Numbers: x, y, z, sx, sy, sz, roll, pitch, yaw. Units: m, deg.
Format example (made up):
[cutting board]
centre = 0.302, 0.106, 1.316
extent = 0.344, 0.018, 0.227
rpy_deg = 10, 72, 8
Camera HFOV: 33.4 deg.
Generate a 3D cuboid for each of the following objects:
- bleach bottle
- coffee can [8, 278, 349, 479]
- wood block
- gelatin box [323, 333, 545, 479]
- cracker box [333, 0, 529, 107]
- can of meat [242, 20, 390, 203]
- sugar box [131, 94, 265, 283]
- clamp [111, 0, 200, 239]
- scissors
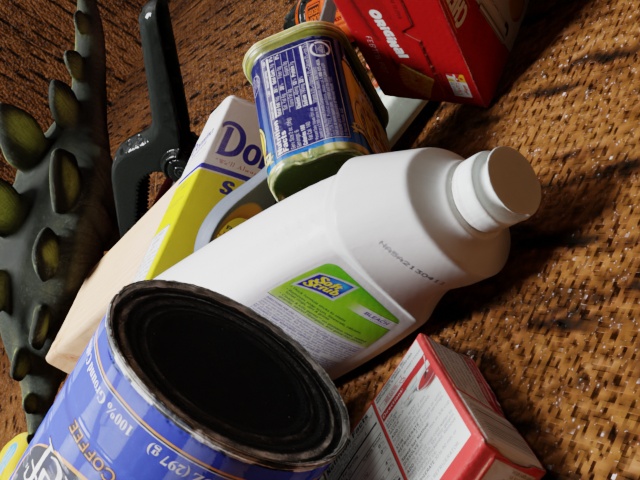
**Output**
[bleach bottle]
centre = 0.007, 0.022, 0.499
extent = 0.251, 0.102, 0.068
rpy_deg = -29, 42, 48
[coffee can]
centre = -0.068, 0.101, 0.417
extent = 0.140, 0.102, 0.103
rpy_deg = -57, 17, 20
[wood block]
centre = -0.116, 0.045, 0.783
extent = 0.206, 0.090, 0.090
rpy_deg = -35, 29, 54
[gelatin box]
centre = 0.038, 0.085, 0.392
extent = 0.073, 0.030, 0.089
rpy_deg = -58, 18, 12
[cracker box]
centre = 0.067, -0.203, 0.544
extent = 0.072, 0.164, 0.213
rpy_deg = 10, 65, 31
[can of meat]
centre = 0.005, -0.047, 0.553
extent = 0.057, 0.102, 0.084
rpy_deg = -20, 54, 13
[sugar box]
centre = -0.054, 0.001, 0.677
extent = 0.048, 0.093, 0.176
rpy_deg = -30, 34, 57
[clamp]
centre = -0.102, -0.068, 0.779
extent = 0.210, 0.164, 0.036
rpy_deg = -40, 15, 37
[scissors]
centre = -0.029, -0.052, 0.613
extent = 0.016, 0.096, 0.202
rpy_deg = 18, 110, 47
